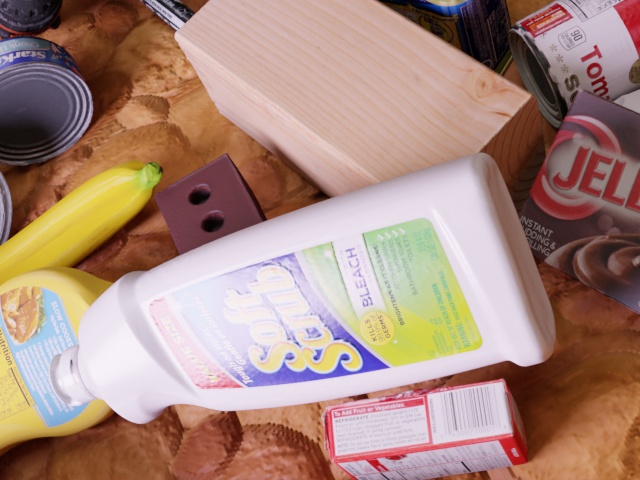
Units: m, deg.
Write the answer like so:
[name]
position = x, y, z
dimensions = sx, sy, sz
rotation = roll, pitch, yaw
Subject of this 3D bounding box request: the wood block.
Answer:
[wood block]
position = 0.022, -0.078, 0.624
dimensions = 0.090, 0.090, 0.206
rotation = -45, 58, -10

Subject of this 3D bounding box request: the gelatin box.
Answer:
[gelatin box]
position = 0.053, 0.095, 0.521
dimensions = 0.089, 0.073, 0.030
rotation = -11, 66, 12

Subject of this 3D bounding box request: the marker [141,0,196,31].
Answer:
[marker]
position = -0.112, -0.169, 0.763
dimensions = 0.020, 0.020, 0.121
rotation = -43, 57, -9

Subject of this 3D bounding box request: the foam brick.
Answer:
[foam brick]
position = -0.054, 0.001, 0.626
dimensions = 0.053, 0.051, 0.078
rotation = -30, 56, 0

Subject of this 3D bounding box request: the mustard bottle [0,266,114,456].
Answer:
[mustard bottle]
position = -0.164, 0.069, 0.610
dimensions = 0.191, 0.058, 0.096
rotation = -24, 87, 3

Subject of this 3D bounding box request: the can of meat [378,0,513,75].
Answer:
[can of meat]
position = 0.065, -0.146, 0.652
dimensions = 0.102, 0.084, 0.057
rotation = 24, 71, 29

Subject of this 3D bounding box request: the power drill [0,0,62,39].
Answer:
[power drill]
position = -0.262, -0.144, 0.698
dimensions = 0.187, 0.185, 0.057
rotation = -15, 98, -15

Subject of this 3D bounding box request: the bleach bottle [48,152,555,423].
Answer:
[bleach bottle]
position = -0.021, 0.043, 0.526
dimensions = 0.251, 0.068, 0.102
rotation = -19, 97, 19

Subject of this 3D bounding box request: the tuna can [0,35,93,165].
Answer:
[tuna can]
position = -0.197, -0.092, 0.708
dimensions = 0.086, 0.086, 0.034
rotation = -30, 55, 0

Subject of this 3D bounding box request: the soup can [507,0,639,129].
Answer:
[soup can]
position = 0.167, -0.116, 0.609
dimensions = 0.102, 0.068, 0.068
rotation = -27, 56, 2

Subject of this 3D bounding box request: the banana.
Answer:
[banana]
position = -0.172, 0.005, 0.657
dimensions = 0.198, 0.069, 0.037
rotation = -36, 86, 9
